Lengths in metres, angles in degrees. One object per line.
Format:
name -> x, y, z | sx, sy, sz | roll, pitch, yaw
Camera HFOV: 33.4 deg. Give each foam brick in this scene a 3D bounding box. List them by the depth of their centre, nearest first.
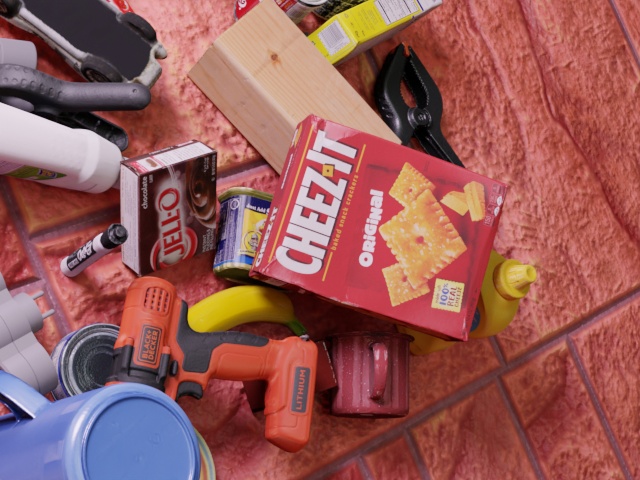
foam brick -> -0.032, 0.134, 1.060 | 0.078, 0.053, 0.051 | -12, 81, -37

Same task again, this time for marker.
marker -> -0.200, 0.009, 0.944 | 0.020, 0.121, 0.020 | 12, 68, -31

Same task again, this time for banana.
banana -> -0.095, 0.085, 1.043 | 0.197, 0.037, 0.069 | -17, 83, -37

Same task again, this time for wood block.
wood block -> -0.027, -0.138, 1.118 | 0.206, 0.090, 0.090 | 47, 60, -6

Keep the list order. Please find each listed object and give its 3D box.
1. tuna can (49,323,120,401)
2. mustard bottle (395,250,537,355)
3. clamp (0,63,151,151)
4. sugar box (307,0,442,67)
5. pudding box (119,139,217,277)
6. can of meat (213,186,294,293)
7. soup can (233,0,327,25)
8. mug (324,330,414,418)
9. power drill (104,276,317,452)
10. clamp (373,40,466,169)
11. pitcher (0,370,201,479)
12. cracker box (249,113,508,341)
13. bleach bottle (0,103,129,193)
tuna can -> -0.200, 0.118, 0.963 | 0.086, 0.034, 0.086 | 12, 68, -31
mustard bottle -> 0.154, 0.058, 1.125 | 0.058, 0.192, 0.096 | -6, 78, -36
clamp -> -0.239, -0.129, 0.971 | 0.171, 0.120, 0.039 | 13, 62, -26
sugar box -> 0.053, -0.243, 1.210 | 0.175, 0.094, 0.048 | -38, 97, -43
pudding box -> -0.144, -0.031, 1.012 | 0.089, 0.039, 0.113 | -23, 128, -38
can of meat -> -0.057, 0.001, 1.086 | 0.101, 0.058, 0.084 | 15, 69, -29
soup can -> -0.040, -0.262, 1.156 | 0.068, 0.102, 0.068 | 11, 69, -31
mug -> 0.052, 0.137, 1.082 | 0.093, 0.117, 0.081 | 3, 76, -9
power drill -> -0.099, 0.137, 0.955 | 0.187, 0.057, 0.184 | 16, 68, -22
clamp -> 0.102, -0.133, 1.251 | 0.164, 0.036, 0.210 | -6, 76, -36
pitcher -> -0.204, 0.174, 0.809 | 0.149, 0.243, 0.145 | 18, 62, -35
cracker box -> 0.059, -0.010, 1.034 | 0.213, 0.072, 0.164 | 19, 81, -10
bleach bottle -> -0.280, -0.087, 0.949 | 0.250, 0.103, 0.068 | 15, 79, -39
